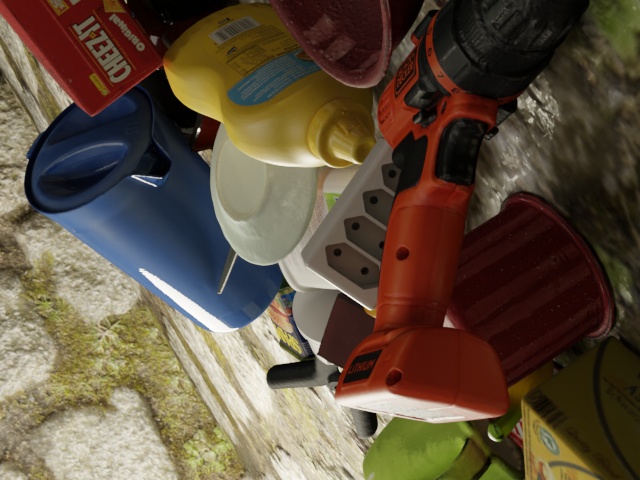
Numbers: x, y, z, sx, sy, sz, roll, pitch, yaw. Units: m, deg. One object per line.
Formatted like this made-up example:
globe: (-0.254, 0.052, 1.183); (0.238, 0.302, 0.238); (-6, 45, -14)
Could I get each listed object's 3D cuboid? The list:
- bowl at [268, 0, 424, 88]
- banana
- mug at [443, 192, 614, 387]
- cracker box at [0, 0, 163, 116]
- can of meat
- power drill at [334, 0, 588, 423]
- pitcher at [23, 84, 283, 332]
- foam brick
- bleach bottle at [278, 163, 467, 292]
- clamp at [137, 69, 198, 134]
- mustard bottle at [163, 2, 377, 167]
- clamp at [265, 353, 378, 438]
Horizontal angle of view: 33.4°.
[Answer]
bowl: (0.009, -0.161, 0.536); (0.162, 0.055, 0.162); (53, 164, 22)
banana: (0.091, 0.059, 0.669); (0.198, 0.069, 0.037); (-139, 37, -64)
mug: (0.091, 0.032, 0.588); (0.093, 0.081, 0.117); (65, 164, -20)
cracker box: (-0.204, -0.189, 0.774); (0.164, 0.072, 0.214); (55, 174, -25)
can of meat: (-0.020, 0.067, 1.064); (0.084, 0.057, 0.102); (67, 164, -18)
power drill: (0.059, -0.018, 0.466); (0.185, 0.057, 0.187); (131, 151, -73)
pitcher: (-0.144, -0.020, 0.955); (0.242, 0.145, 0.149); (48, -165, -45)
foam brick: (0.048, 0.075, 0.792); (0.078, 0.052, 0.051); (25, 103, 30)
bleach bottle: (0.032, -0.006, 0.741); (0.251, 0.068, 0.102); (6, 119, 69)
clamp: (-0.168, -0.157, 0.994); (0.210, 0.036, 0.165); (57, 164, 3)
mustard bottle: (-0.022, -0.094, 0.683); (0.192, 0.096, 0.058); (42, 153, 48)
clamp: (0.031, 0.131, 0.990); (0.120, 0.039, 0.172); (30, 147, -14)
